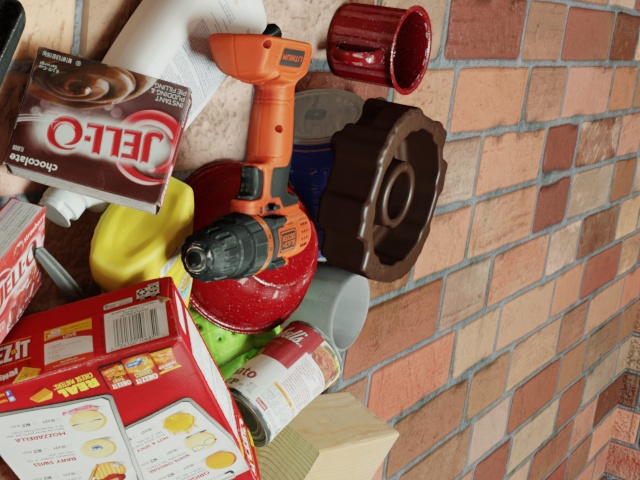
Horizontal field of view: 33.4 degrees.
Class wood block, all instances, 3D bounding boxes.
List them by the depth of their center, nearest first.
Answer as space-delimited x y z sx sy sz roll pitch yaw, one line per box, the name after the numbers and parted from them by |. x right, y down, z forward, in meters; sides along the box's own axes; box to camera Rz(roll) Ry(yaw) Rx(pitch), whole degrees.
-0.007 0.231 1.173 0.091 0.090 0.205 -59 155 11 | wood block

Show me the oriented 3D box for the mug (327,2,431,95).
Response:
0.055 -0.201 1.112 0.117 0.082 0.093 -35 132 -51 | mug

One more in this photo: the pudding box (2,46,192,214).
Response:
-0.156 -0.076 0.753 0.039 0.113 0.090 120 -16 -74 | pudding box

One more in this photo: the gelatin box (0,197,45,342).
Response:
-0.220 0.025 0.736 0.089 0.030 0.073 -69 173 -54 | gelatin box

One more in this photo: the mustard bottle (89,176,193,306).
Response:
-0.139 0.033 0.863 0.096 0.058 0.192 -59 168 -30 | mustard bottle

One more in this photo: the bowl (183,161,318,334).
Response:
-0.056 0.001 0.957 0.161 0.055 0.162 10 73 -36 | bowl

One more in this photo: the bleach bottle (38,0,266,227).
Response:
-0.137 -0.119 0.830 0.250 0.068 0.102 -57 146 -26 | bleach bottle

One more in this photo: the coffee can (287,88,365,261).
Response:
0.002 -0.065 1.061 0.102 0.103 0.140 -45 140 -43 | coffee can

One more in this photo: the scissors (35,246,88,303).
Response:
-0.184 0.068 0.827 0.201 0.096 0.016 49 43 -41 | scissors

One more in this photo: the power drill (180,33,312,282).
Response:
-0.055 -0.065 0.832 0.184 0.057 0.188 -22 117 -70 | power drill

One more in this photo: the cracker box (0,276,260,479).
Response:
-0.154 0.134 0.815 0.213 0.164 0.072 71 3 -46 | cracker box

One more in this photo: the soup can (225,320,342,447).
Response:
-0.038 0.128 0.955 0.102 0.069 0.068 -40 137 -33 | soup can
